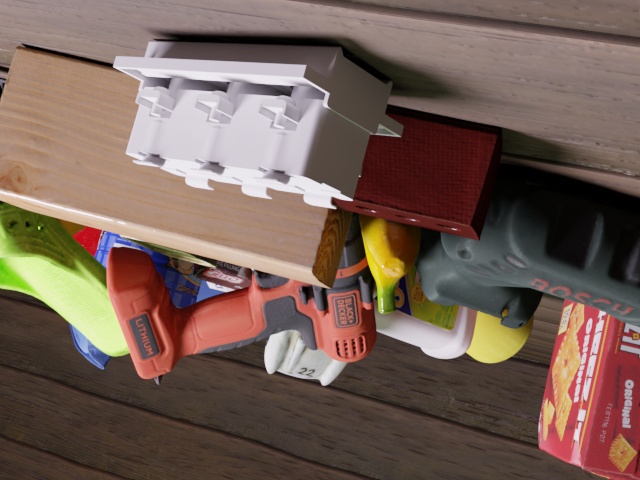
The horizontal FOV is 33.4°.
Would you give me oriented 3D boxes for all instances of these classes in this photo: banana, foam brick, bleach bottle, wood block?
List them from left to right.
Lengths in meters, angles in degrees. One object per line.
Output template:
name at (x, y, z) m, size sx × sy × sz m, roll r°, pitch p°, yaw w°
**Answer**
wood block at (-0.085, -0.042, 0.645) m, size 0.206 × 0.091 × 0.090 m, roll 14°, pitch 174°, yaw 10°
bleach bottle at (0.025, 0.026, 0.938) m, size 0.250 × 0.102 × 0.068 m, roll 19°, pitch 164°, yaw -28°
banana at (0.046, 0.001, 0.667) m, size 0.037 × 0.069 × 0.198 m, roll -13°, pitch 169°, yaw 2°
foam brick at (0.051, -0.035, 0.556) m, size 0.078 × 0.051 × 0.053 m, roll 13°, pitch 174°, yaw 14°

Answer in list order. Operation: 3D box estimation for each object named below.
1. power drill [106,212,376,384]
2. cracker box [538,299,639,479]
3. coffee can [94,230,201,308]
power drill at (-0.053, 0.028, 0.766) m, size 0.187 × 0.057 × 0.184 m, roll -9°, pitch 131°, yaw 0°
cracker box at (0.248, 0.115, 0.918) m, size 0.072 × 0.164 × 0.213 m, roll 12°, pitch 174°, yaw 4°
coffee can at (-0.152, 0.004, 0.986) m, size 0.103 × 0.140 × 0.103 m, roll 15°, pitch 174°, yaw 1°
